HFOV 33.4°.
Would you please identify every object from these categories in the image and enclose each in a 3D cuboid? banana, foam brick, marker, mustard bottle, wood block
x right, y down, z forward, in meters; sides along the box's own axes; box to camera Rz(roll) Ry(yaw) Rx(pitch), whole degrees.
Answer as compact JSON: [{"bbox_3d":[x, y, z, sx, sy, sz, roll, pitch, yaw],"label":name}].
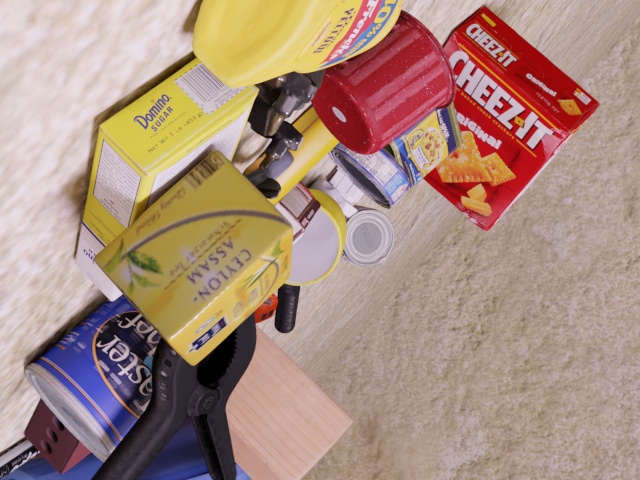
[{"bbox_3d":[-0.017,-0.074,0.909,0.197,0.037,0.069,-44,171,-12],"label":"banana"},{"bbox_3d":[-0.221,0.161,0.953,0.051,0.053,0.078,-37,166,-45],"label":"foam brick"},{"bbox_3d":[-0.274,0.195,0.966,0.020,0.020,0.120,-52,170,31],"label":"marker"},{"bbox_3d":[0.003,-0.141,0.634,0.096,0.058,0.191,-50,171,25],"label":"mustard bottle"},{"bbox_3d":[-0.079,0.143,1.036,0.090,0.206,0.091,-42,170,-25],"label":"wood block"}]

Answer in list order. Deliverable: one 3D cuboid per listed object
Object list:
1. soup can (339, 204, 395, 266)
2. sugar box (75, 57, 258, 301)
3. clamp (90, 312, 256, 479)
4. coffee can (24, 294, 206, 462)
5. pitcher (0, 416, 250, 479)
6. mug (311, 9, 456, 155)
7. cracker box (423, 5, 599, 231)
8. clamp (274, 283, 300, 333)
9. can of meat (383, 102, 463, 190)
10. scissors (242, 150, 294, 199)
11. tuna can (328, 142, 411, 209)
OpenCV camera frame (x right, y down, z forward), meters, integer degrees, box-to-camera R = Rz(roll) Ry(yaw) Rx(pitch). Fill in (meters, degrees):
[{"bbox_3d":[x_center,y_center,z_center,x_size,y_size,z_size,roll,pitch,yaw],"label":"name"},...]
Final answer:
[{"bbox_3d":[0.037,-0.007,1.238,0.068,0.068,0.102,-45,-162,-11],"label":"soup can"},{"bbox_3d":[-0.101,-0.036,0.666,0.093,0.048,0.176,-41,173,-31],"label":"sugar box"},{"bbox_3d":[-0.091,0.117,0.802,0.164,0.036,0.210,10,105,-57],"label":"clamp"},{"bbox_3d":[-0.145,0.093,0.842,0.140,0.103,0.103,-43,170,-23],"label":"coffee can"},{"bbox_3d":[-0.198,0.255,1.068,0.242,0.145,0.149,-5,128,-50],"label":"pitcher"},{"bbox_3d":[0.041,-0.128,0.818,0.081,0.093,0.117,-38,138,-19],"label":"mug"},{"bbox_3d":[0.182,-0.128,1.191,0.072,0.164,0.214,-43,171,-33],"label":"cracker box"},{"bbox_3d":[-0.030,0.021,1.219,0.171,0.039,0.120,98,-2,-60],"label":"clamp"},{"bbox_3d":[0.098,-0.112,1.135,0.084,0.057,0.102,-42,144,-12],"label":"can of meat"},{"bbox_3d":[-0.059,-0.032,0.775,0.096,0.016,0.201,-32,-170,11],"label":"scissors"},{"bbox_3d":[0.050,-0.073,1.071,0.033,0.086,0.086,-47,171,-6],"label":"tuna can"}]
